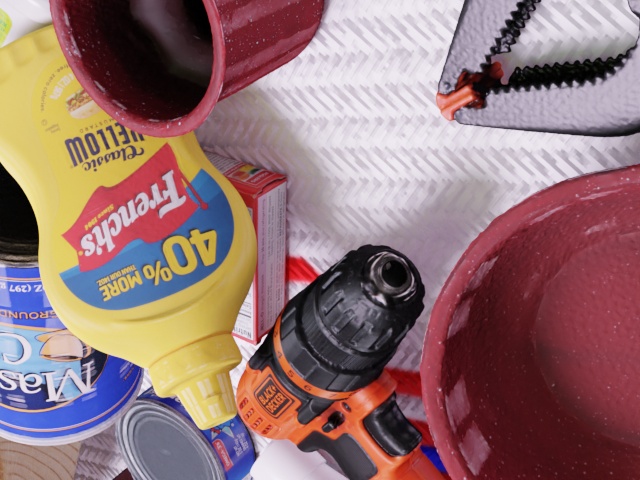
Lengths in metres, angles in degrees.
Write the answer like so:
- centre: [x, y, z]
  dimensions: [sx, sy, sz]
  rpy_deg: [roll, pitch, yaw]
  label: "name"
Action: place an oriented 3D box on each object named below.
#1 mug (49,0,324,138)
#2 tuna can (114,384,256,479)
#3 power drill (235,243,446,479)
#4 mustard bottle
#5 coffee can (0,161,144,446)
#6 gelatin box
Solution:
- centre: [-0.061, -0.105, 0.451]
  dimensions: [0.117, 0.081, 0.093]
  rpy_deg: [25, 129, 25]
  label: "mug"
- centre: [-0.080, 0.124, 0.638]
  dimensions: [0.086, 0.033, 0.086]
  rpy_deg: [20, 127, 29]
  label: "tuna can"
- centre: [0.047, 0.099, 0.483]
  dimensions: [0.188, 0.057, 0.185]
  rpy_deg: [49, 153, 7]
  label: "power drill"
- centre: [-0.083, -0.006, 0.481]
  dimensions: [0.058, 0.096, 0.192]
  rpy_deg: [109, 138, -73]
  label: "mustard bottle"
- centre: [-0.148, 0.028, 0.576]
  dimensions: [0.103, 0.102, 0.140]
  rpy_deg: [29, 137, 22]
  label: "coffee can"
- centre: [-0.054, 0.001, 0.545]
  dimensions: [0.073, 0.030, 0.089]
  rpy_deg: [19, 125, 29]
  label: "gelatin box"
